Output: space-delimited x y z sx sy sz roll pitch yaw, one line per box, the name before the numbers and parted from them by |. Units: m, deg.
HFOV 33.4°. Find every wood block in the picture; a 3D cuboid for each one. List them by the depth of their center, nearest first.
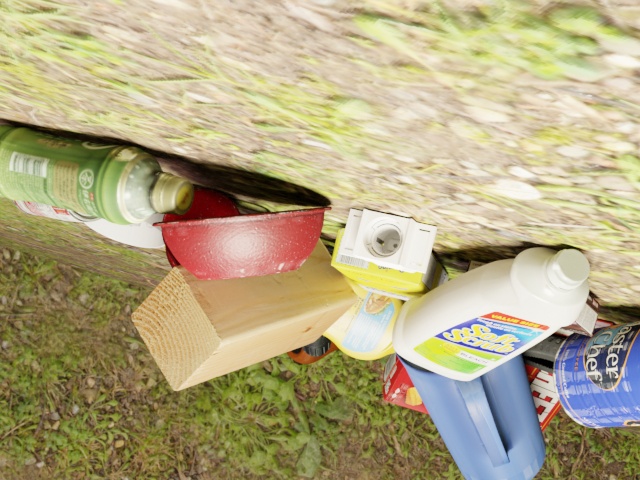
wood block | -0.071 0.068 1.064 0.205 0.090 0.091 -13 154 -50

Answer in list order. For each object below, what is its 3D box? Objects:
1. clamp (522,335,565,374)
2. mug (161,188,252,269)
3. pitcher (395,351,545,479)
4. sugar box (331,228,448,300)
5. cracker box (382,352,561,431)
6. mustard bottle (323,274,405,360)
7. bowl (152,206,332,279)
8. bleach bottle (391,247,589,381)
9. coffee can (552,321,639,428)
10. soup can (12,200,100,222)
clamp | 0.308 0.146 1.223 0.210 0.036 0.164 11 161 34
mug | -0.106 -0.007 1.089 0.117 0.093 0.081 -10 167 -2
pitcher | 0.181 0.183 1.215 0.145 0.149 0.242 12 140 40
sugar box | 0.076 0.032 1.109 0.093 0.048 0.176 13 170 16
cracker box | 0.205 0.161 1.346 0.213 0.072 0.164 18 129 -8
mustard bottle | 0.043 0.085 1.251 0.191 0.096 0.058 27 -173 -3
bowl | -0.067 0.003 0.956 0.162 0.055 0.162 -6 -178 0
bleach bottle | 0.155 0.059 0.953 0.102 0.068 0.251 24 154 -8
coffee can | 0.310 0.129 1.037 0.102 0.103 0.141 19 162 -22
soup can | -0.265 -0.055 1.097 0.102 0.068 0.068 8 169 43
